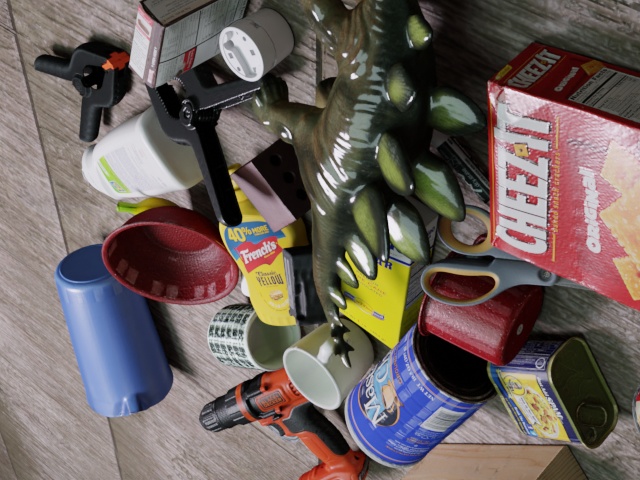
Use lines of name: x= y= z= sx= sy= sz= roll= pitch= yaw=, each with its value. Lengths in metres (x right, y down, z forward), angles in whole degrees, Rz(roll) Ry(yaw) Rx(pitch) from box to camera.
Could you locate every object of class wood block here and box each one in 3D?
wood block: x=0.184 y=0.279 z=1.138 sx=0.207 sy=0.090 sz=0.091 roll=-14 pitch=111 yaw=56

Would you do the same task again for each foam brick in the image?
foam brick: x=-0.043 y=-0.058 z=1.101 sx=0.078 sy=0.052 sz=0.051 roll=52 pitch=148 yaw=-5

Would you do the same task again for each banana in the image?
banana: x=-0.177 y=0.003 z=1.318 sx=0.070 sy=0.037 sz=0.197 roll=-6 pitch=141 yaw=19

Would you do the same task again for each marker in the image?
marker: x=0.136 y=-0.051 z=0.920 sx=0.121 sy=0.020 sz=0.020 roll=49 pitch=148 yaw=1

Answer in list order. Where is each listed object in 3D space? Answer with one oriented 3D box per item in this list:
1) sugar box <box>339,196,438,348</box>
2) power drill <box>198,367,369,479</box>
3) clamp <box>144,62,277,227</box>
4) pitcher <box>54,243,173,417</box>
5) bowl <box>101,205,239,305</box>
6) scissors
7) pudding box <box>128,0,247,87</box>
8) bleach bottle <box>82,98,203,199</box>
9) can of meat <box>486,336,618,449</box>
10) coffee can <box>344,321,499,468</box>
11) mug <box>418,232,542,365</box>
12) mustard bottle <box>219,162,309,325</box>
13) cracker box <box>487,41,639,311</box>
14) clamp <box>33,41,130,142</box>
sugar box: x=0.061 y=0.023 z=1.064 sx=0.093 sy=0.048 sz=0.176 roll=34 pitch=146 yaw=26
power drill: x=-0.040 y=0.250 z=1.351 sx=0.185 sy=0.057 sz=0.187 roll=-26 pitch=109 yaw=26
clamp: x=-0.122 y=-0.120 z=1.098 sx=0.210 sy=0.036 sz=0.165 roll=33 pitch=118 yaw=43
pitcher: x=-0.306 y=0.123 z=1.555 sx=0.149 sy=0.144 sz=0.243 roll=12 pitch=130 yaw=28
bowl: x=-0.170 y=0.009 z=1.245 sx=0.162 sy=0.055 sz=0.162 roll=6 pitch=143 yaw=4
scissors: x=0.181 y=0.010 z=0.894 sx=0.202 sy=0.016 sz=0.096 roll=-8 pitch=88 yaw=20
pudding box: x=-0.120 y=-0.201 z=0.990 sx=0.039 sy=0.113 sz=0.090 roll=44 pitch=147 yaw=14
bleach bottle: x=-0.226 y=-0.100 z=1.273 sx=0.251 sy=0.068 sz=0.102 roll=-4 pitch=123 yaw=54
can of meat: x=0.213 y=0.139 z=0.989 sx=0.084 sy=0.057 sz=0.102 roll=-5 pitch=120 yaw=54
coffee can: x=0.101 y=0.150 z=1.065 sx=0.103 sy=0.102 sz=0.140 roll=45 pitch=134 yaw=8
mug: x=0.149 y=0.050 z=0.956 sx=0.082 sy=0.093 sz=0.117 roll=26 pitch=113 yaw=25
mustard bottle: x=-0.058 y=0.002 z=1.172 sx=0.096 sy=0.058 sz=0.191 roll=-7 pitch=118 yaw=34
cracker box: x=0.226 y=-0.034 z=0.779 sx=0.214 sy=0.072 sz=0.164 roll=26 pitch=140 yaw=34
clamp: x=-0.281 y=-0.195 z=1.263 sx=0.120 sy=0.039 sz=0.172 roll=49 pitch=142 yaw=-7
